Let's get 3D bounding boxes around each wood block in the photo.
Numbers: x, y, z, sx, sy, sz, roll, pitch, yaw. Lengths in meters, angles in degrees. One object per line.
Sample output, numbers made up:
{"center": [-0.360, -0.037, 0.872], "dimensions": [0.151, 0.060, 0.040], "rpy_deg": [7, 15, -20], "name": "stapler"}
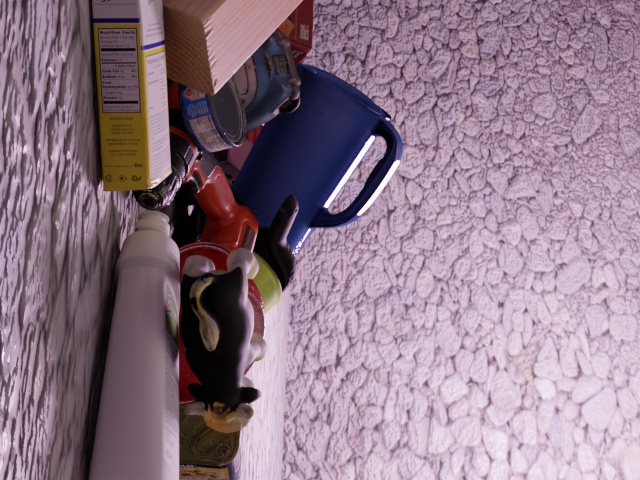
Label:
{"center": [-0.080, -0.241, 0.987], "dimensions": [0.205, 0.090, 0.091], "rpy_deg": [-52, 156, -32], "name": "wood block"}

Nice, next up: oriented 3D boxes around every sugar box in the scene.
{"center": [-0.153, -0.134, 0.867], "dimensions": [0.093, 0.048, 0.176], "rpy_deg": [-79, 166, -77], "name": "sugar box"}

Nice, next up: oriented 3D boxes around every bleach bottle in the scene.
{"center": [-0.147, 0.095, 0.897], "dimensions": [0.102, 0.068, 0.251], "rpy_deg": [88, 1, -62], "name": "bleach bottle"}

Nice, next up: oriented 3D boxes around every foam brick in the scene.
{"center": [-0.118, -0.103, 1.353], "dimensions": [0.078, 0.053, 0.051], "rpy_deg": [33, 51, -53], "name": "foam brick"}

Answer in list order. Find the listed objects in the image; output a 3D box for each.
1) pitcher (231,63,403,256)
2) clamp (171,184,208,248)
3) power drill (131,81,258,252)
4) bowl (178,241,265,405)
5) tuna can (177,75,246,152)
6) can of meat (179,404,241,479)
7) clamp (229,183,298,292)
{"center": [-0.021, -0.080, 1.286], "dimensions": [0.243, 0.144, 0.149], "rpy_deg": [-59, -154, 12], "name": "pitcher"}
{"center": [-0.146, -0.057, 1.206], "dimensions": [0.210, 0.036, 0.164], "rpy_deg": [-54, 144, -83], "name": "clamp"}
{"center": [-0.122, -0.044, 1.060], "dimensions": [0.184, 0.057, 0.187], "rpy_deg": [-77, 155, -48], "name": "power drill"}
{"center": [-0.102, 0.084, 1.005], "dimensions": [0.161, 0.055, 0.162], "rpy_deg": [-16, 112, -47], "name": "bowl"}
{"center": [-0.103, -0.128, 1.015], "dimensions": [0.086, 0.034, 0.086], "rpy_deg": [-12, 90, -74], "name": "tuna can"}
{"center": [-0.125, 0.199, 1.016], "dimensions": [0.084, 0.102, 0.057], "rpy_deg": [91, 2, -58], "name": "can of meat"}
{"center": [-0.058, 0.001, 1.201], "dimensions": [0.039, 0.120, 0.171], "rpy_deg": [-44, 130, -29], "name": "clamp"}
